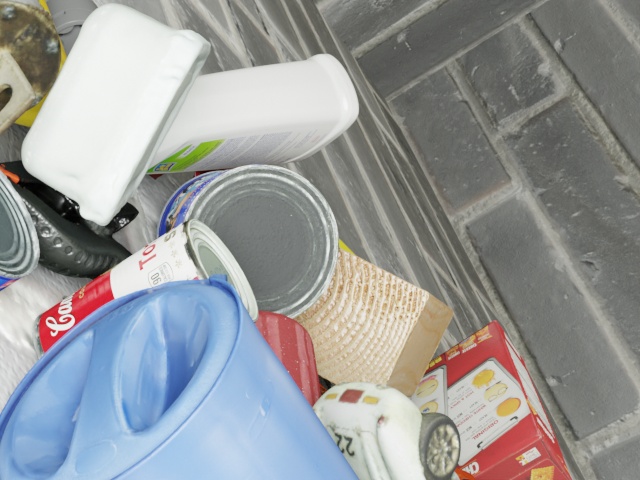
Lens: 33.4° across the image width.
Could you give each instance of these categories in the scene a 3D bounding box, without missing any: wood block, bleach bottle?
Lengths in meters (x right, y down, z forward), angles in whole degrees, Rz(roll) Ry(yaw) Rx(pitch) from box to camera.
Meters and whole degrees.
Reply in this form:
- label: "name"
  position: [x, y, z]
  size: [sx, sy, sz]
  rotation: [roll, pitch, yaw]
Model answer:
- label: "wood block"
  position: [0.040, 0.069, 0.851]
  size: [0.091, 0.090, 0.206]
  rotation: [26, -1, 14]
- label: "bleach bottle"
  position: [-0.087, -0.089, 0.799]
  size: [0.250, 0.103, 0.068]
  rotation: [-13, 74, -48]

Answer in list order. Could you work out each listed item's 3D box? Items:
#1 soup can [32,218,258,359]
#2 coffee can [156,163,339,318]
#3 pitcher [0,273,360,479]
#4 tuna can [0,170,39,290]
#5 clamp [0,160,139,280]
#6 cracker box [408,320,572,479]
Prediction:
- label: "soup can"
  position: [-0.093, 0.042, 0.574]
  size: [0.068, 0.102, 0.068]
  rotation: [55, 11, -16]
- label: "coffee can"
  position: [-0.055, 0.001, 0.735]
  size: [0.103, 0.102, 0.140]
  rotation: [57, -11, -10]
- label: "pitcher"
  position: [-0.039, 0.150, 0.510]
  size: [0.242, 0.149, 0.145]
  rotation: [56, -4, -29]
- label: "tuna can"
  position: [-0.179, -0.011, 0.523]
  size: [0.086, 0.034, 0.086]
  rotation: [55, 12, -18]
- label: "clamp"
  position: [-0.147, -0.009, 0.651]
  size: [0.171, 0.039, 0.120]
  rotation: [42, 5, -47]
- label: "cracker box"
  position: [0.131, 0.187, 1.001]
  size: [0.072, 0.164, 0.213]
  rotation: [52, 13, -20]
